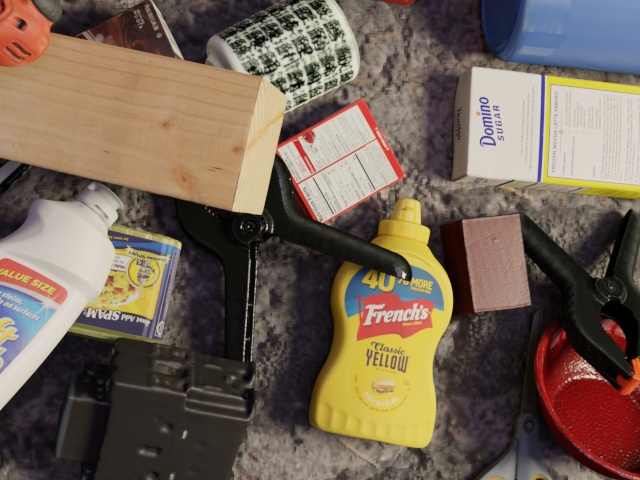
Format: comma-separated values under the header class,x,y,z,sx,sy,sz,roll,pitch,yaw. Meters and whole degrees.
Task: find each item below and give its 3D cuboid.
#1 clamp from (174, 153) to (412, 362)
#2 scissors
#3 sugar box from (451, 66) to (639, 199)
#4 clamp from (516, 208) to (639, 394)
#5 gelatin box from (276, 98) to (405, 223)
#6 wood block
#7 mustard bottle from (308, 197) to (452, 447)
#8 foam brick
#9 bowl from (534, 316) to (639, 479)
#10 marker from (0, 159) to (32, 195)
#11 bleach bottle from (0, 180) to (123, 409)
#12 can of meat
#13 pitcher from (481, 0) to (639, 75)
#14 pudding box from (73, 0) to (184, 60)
class,x,y,z,sx,sy,sz,roll,pitch,yaw
clamp,-0.055,0.001,0.819,0.164,0.036,0.210,-41,81,3
scissors,0.153,0.162,0.876,0.096,0.016,0.202,-7,86,-14
sugar box,0.200,-0.088,0.897,0.176,0.048,0.093,5,84,-9
clamp,0.236,0.040,0.869,0.120,0.039,0.171,-13,61,-13
gelatin box,0.012,-0.061,0.858,0.089,0.030,0.073,-31,93,-14
wood block,-0.139,-0.084,0.738,0.206,0.090,0.090,13,91,9
mustard bottle,0.054,0.061,0.841,0.096,0.058,0.191,11,82,-5
foam brick,0.134,0.020,0.866,0.051,0.053,0.078,-6,87,-14
bowl,0.238,0.134,0.858,0.162,0.055,0.162,9,49,-11
marker,-0.228,-0.058,0.806,0.020,0.020,0.121,46,77,-6
bleach bottle,-0.230,0.054,0.711,0.102,0.068,0.250,41,70,-6
can of meat,-0.160,0.032,0.795,0.102,0.057,0.084,13,80,-11
pitcher,0.264,-0.206,0.876,0.242,0.145,0.149,1,84,-10
pudding box,-0.141,-0.111,0.804,0.090,0.039,0.113,-25,83,5
